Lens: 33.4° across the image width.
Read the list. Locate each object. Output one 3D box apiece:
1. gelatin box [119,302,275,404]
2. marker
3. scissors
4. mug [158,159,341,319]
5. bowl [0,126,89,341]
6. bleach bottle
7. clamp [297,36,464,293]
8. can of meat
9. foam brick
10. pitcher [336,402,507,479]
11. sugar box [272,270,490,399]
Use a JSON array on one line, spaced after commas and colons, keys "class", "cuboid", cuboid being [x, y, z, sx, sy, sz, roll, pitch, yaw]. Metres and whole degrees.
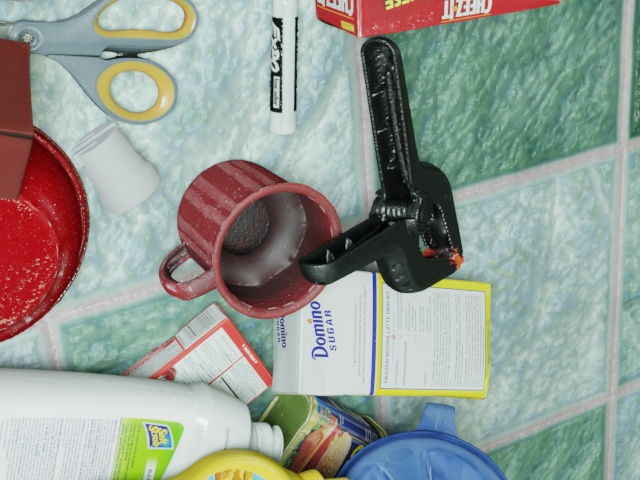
[{"class": "gelatin box", "cuboid": [-0.088, 0.100, 0.764, 0.089, 0.030, 0.073, -38, 124, -8]}, {"class": "marker", "cuboid": [-0.024, -0.131, 0.711, 0.020, 0.020, 0.121, -9, 114, -27]}, {"class": "scissors", "cuboid": [-0.167, -0.105, 0.642, 0.201, 0.016, 0.096, -16, 117, -24]}, {"class": "mug", "cuboid": [-0.055, 0.001, 0.710, 0.117, 0.082, 0.093, -34, 123, -14]}, {"class": "bowl", "cuboid": [-0.209, 0.004, 0.639, 0.161, 0.055, 0.162, -12, 116, -26]}, {"class": "bleach bottle", "cuboid": [-0.147, 0.137, 0.700, 0.250, 0.068, 0.103, 7, 109, -23]}, {"class": "clamp", "cuboid": [0.050, -0.012, 0.725, 0.209, 0.036, 0.164, 51, 54, -53]}, {"class": "can of meat", "cuboid": [-0.011, 0.168, 0.821, 0.083, 0.058, 0.102, 34, 91, -33]}, {"class": "foam brick", "cuboid": [-0.191, -0.070, 0.594, 0.052, 0.078, 0.051, 6, 137, -23]}, {"class": "pitcher", "cuboid": [0.077, 0.247, 0.826, 0.149, 0.145, 0.243, -31, 149, -18]}, {"class": "sugar box", "cuboid": [0.049, 0.072, 0.806, 0.175, 0.048, 0.093, 7, 81, -29]}]
